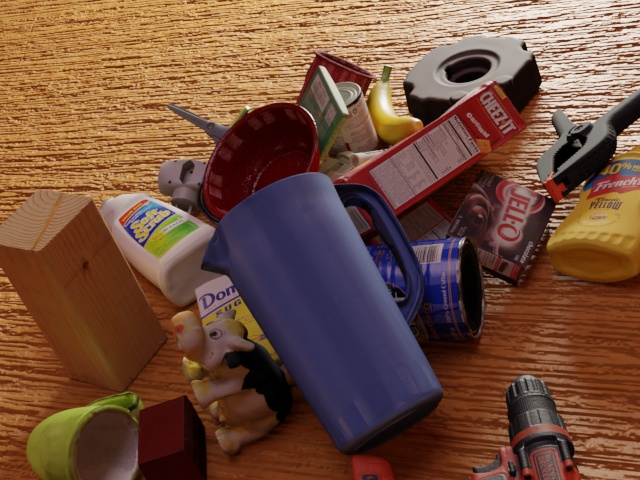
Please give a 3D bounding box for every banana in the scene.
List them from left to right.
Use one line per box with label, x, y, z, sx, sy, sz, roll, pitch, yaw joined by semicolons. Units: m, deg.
banana;0.090;-0.162;1.380;0.037;0.070;0.198;6;30;-15

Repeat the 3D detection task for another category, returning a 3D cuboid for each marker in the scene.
marker;0.084;-0.103;1.302;0.120;0.020;0.020;-12;24;-41

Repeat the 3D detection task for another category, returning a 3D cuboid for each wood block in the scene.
wood block;-0.260;0.056;1.159;0.090;0.206;0.090;8;45;34

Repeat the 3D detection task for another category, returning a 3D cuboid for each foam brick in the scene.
foam brick;-0.145;0.201;1.043;0.051;0.053;0.078;-18;36;5

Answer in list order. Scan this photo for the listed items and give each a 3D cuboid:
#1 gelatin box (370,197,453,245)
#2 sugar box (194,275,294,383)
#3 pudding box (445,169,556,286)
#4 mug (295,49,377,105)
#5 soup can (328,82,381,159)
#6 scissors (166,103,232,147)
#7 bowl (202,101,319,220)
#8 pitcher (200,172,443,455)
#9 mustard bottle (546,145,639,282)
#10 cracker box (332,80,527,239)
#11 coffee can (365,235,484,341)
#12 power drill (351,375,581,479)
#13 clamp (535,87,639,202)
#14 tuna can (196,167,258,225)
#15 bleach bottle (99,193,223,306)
gelatin box;0.111;0.005;1.167;0.089;0.030;0.073;-35;58;-16
sugar box;-0.078;0.096;1.151;0.093;0.048;0.176;-23;37;-1
pudding box;0.190;-0.015;1.134;0.090;0.039;0.113;23;53;13
mug;0.011;-0.204;1.435;0.117;0.093;0.081;41;112;47
soup can;0.034;-0.139;1.347;0.068;0.102;0.068;-14;36;11
scissors;-0.146;-0.130;1.408;0.202;0.016;0.096;13;66;30
bowl;-0.058;-0.079;1.244;0.162;0.055;0.162;-19;52;27
pitcher;0.017;0.063;0.981;0.149;0.144;0.243;-39;71;23
mustard bottle;0.315;-0.039;1.111;0.096;0.058;0.191;2;41;40
cracker box;0.104;-0.082;1.198;0.213;0.072;0.164;-34;0;-15
coffee can;0.085;0.052;1.074;0.140;0.103;0.102;-5;39;21
power drill;0.123;0.200;0.902;0.188;0.057;0.184;-15;36;9
clamp;0.303;-0.115;1.178;0.165;0.036;0.209;-22;21;41
tuna can;-0.109;-0.058;1.331;0.086;0.086;0.033;-10;36;15
bleach bottle;-0.214;-0.003;1.336;0.102;0.068;0.251;-38;37;-22
